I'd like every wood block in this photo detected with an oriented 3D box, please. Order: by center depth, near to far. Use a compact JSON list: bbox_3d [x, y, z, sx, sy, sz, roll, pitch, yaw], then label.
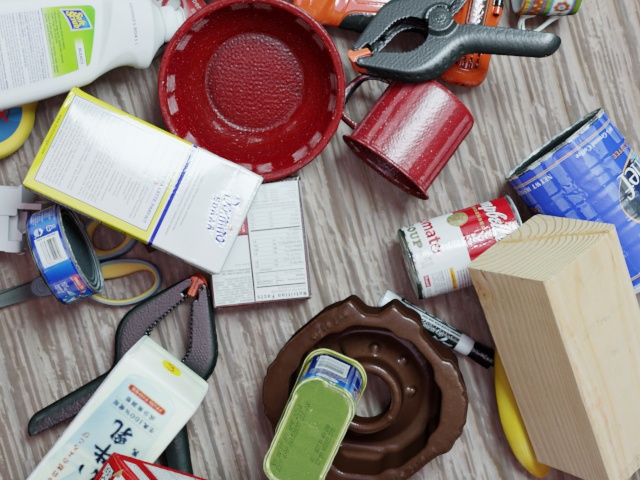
[{"bbox_3d":[0.212,0.092,0.893,0.090,0.091,0.206,-34,114,-26],"label":"wood block"}]

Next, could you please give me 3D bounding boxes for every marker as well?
[{"bbox_3d":[0.109,0.082,0.971,0.121,0.020,0.020,29,92,-1],"label":"marker"}]

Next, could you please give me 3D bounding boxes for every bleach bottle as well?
[{"bbox_3d":[-0.235,-0.157,0.889,0.250,0.068,0.102,-11,111,-18],"label":"bleach bottle"}]

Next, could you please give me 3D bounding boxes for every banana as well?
[{"bbox_3d":[0.186,0.118,0.956,0.069,0.037,0.198,2,94,-23],"label":"banana"}]

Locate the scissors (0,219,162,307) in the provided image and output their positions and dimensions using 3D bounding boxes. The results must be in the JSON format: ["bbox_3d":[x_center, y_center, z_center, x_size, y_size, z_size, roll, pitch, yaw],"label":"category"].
[{"bbox_3d":[-0.245,0.022,0.970,0.201,0.016,0.096,-1,91,0],"label":"scissors"}]

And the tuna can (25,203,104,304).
[{"bbox_3d":[-0.220,0.011,0.919,0.034,0.086,0.086,-22,92,1],"label":"tuna can"}]

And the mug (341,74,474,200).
[{"bbox_3d":[0.070,-0.102,0.932,0.117,0.093,0.081,36,87,9],"label":"mug"}]

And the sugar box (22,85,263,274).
[{"bbox_3d":[-0.147,-0.048,0.893,0.176,0.048,0.093,26,83,-11],"label":"sugar box"}]

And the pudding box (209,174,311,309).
[{"bbox_3d":[-0.056,0.001,0.959,0.090,0.039,0.113,-5,94,-1],"label":"pudding box"}]

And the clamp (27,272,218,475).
[{"bbox_3d":[-0.163,0.122,0.964,0.164,0.036,0.210,19,96,-1],"label":"clamp"}]

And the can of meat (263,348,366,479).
[{"bbox_3d":[-0.005,0.150,0.884,0.057,0.084,0.102,24,100,3],"label":"can of meat"}]

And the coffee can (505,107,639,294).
[{"bbox_3d":[0.243,-0.029,0.925,0.103,0.103,0.140,-37,92,1],"label":"coffee can"}]

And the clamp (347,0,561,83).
[{"bbox_3d":[0.110,-0.172,0.887,0.171,0.039,0.120,-31,65,5],"label":"clamp"}]

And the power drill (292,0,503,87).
[{"bbox_3d":[0.075,-0.240,0.939,0.187,0.057,0.184,11,92,0],"label":"power drill"}]

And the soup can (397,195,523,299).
[{"bbox_3d":[0.126,0.007,0.943,0.102,0.068,0.068,-17,92,0],"label":"soup can"}]

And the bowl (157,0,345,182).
[{"bbox_3d":[-0.059,-0.135,0.935,0.162,0.055,0.162,0,106,0],"label":"bowl"}]
